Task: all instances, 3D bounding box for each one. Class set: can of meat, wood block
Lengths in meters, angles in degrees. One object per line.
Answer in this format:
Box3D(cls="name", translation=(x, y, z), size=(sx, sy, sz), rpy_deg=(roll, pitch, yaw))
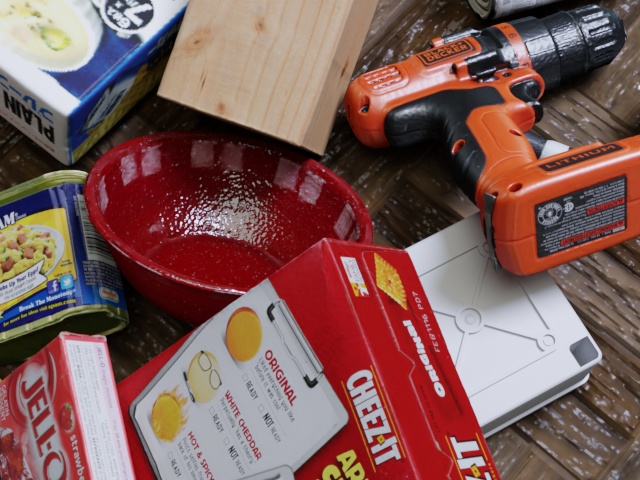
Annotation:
Box3D(cls="can of meat", translation=(-0.163, 0.018, 0.607), size=(0.102, 0.057, 0.084), rpy_deg=(-19, 71, 16))
Box3D(cls="wood block", translation=(-0.010, -0.163, 0.628), size=(0.090, 0.090, 0.206), rpy_deg=(20, 94, 8))

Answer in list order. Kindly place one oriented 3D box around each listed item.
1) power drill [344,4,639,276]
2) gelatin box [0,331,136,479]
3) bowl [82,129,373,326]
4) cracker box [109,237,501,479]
Box3D(cls="power drill", translation=(0.124, -0.067, 0.607), size=(0.184, 0.057, 0.188), rpy_deg=(-21, 36, -7))
Box3D(cls="gelatin box", translation=(-0.131, 0.100, 0.533), size=(0.073, 0.030, 0.089), rpy_deg=(-35, 61, 33))
Box3D(cls="bowl", translation=(-0.054, 0.001, 0.601), size=(0.162, 0.055, 0.162), rpy_deg=(10, 33, -6))
Box3D(cls="cracker box", translation=(-0.023, 0.122, 0.505), size=(0.214, 0.071, 0.164), rpy_deg=(-35, 65, 33))
